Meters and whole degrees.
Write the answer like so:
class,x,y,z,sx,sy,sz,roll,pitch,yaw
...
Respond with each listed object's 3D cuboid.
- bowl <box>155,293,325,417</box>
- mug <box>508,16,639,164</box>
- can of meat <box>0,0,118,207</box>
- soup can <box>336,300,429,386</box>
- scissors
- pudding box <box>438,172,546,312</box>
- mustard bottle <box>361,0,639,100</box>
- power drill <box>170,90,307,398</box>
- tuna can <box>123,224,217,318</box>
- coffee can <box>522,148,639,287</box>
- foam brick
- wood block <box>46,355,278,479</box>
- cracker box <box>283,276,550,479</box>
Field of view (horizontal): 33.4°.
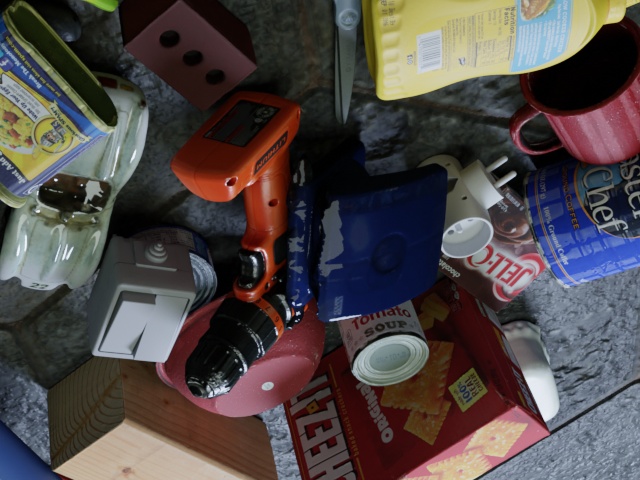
class,x,y,z,sx,sy,sz,roll,pitch,yaw
bowl,-0.057,0.105,0.923,0.162,0.055,0.162,-19,148,-13
mug,0.196,-0.103,0.798,0.117,0.093,0.081,-34,139,11
can of meat,-0.188,-0.085,0.661,0.084,0.057,0.102,-34,116,14
soup can,0.047,0.064,0.906,0.068,0.102,0.068,-9,135,-9
scissors,0.002,-0.164,0.729,0.096,0.016,0.202,5,132,-19
pudding box,0.148,0.002,0.913,0.090,0.039,0.113,-46,130,12
mustard bottle,0.126,-0.154,0.717,0.191,0.058,0.096,-11,139,-2
power drill,-0.055,0.001,0.781,0.057,0.184,0.187,15,137,23
tuna can,-0.129,0.028,0.864,0.086,0.034,0.086,-9,135,-9
coffee can,0.247,-0.030,0.847,0.141,0.103,0.102,-20,139,29
foam brick,-0.088,-0.134,0.704,0.053,0.051,0.078,-36,133,19
wood block,-0.140,0.188,0.981,0.091,0.090,0.205,-35,134,19
cracker box,0.075,0.150,0.957,0.214,0.164,0.072,-35,132,17
